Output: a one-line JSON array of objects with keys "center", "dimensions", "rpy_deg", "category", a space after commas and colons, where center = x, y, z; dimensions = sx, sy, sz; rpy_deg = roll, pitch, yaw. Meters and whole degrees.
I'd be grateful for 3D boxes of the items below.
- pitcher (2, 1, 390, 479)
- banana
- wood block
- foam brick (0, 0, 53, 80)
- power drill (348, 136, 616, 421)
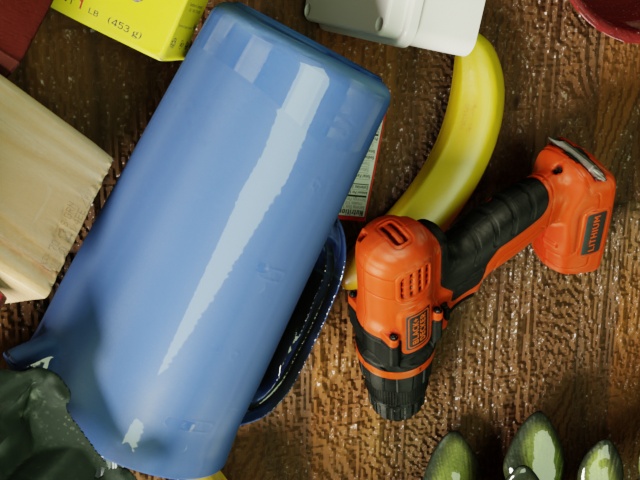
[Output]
[{"center": [-0.054, 0.001, 0.598], "dimensions": [0.145, 0.149, 0.243], "rpy_deg": [29, 100, 3], "category": "pitcher"}, {"center": [0.075, -0.052, 0.702], "dimensions": [0.069, 0.037, 0.198], "rpy_deg": [20, 96, -10], "category": "banana"}, {"center": [-0.218, -0.056, 0.518], "dimensions": [0.205, 0.091, 0.090], "rpy_deg": [38, 60, -34], "category": "wood block"}, {"center": [-0.179, -0.111, 0.546], "dimensions": [0.053, 0.078, 0.051], "rpy_deg": [31, 63, -25], "category": "foam brick"}, {"center": [0.104, 0.027, 0.702], "dimensions": [0.187, 0.057, 0.184], "rpy_deg": [-30, 144, -20], "category": "power drill"}]
